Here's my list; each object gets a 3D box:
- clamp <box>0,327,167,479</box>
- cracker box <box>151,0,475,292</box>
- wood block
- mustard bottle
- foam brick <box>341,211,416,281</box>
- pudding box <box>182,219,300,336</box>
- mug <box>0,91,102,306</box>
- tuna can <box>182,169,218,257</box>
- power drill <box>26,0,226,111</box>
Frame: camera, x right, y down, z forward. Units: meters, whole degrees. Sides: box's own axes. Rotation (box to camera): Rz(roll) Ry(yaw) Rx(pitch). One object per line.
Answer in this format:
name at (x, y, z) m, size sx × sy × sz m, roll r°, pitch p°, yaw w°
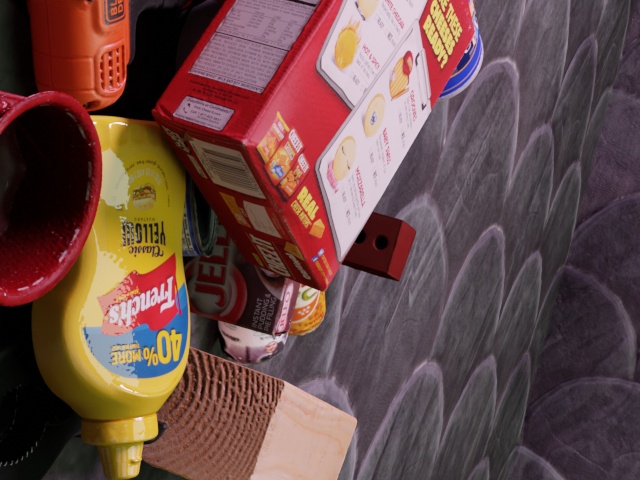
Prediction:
clamp at (-0.153, 0.091, 0.607) m, size 0.209 × 0.036 × 0.164 m, roll -46°, pitch 136°, yaw -51°
cracker box at (0.006, -0.102, 0.629) m, size 0.213 × 0.072 × 0.164 m, roll -60°, pitch 152°, yaw -19°
wood block at (-0.050, 0.156, 0.852) m, size 0.206 × 0.091 × 0.090 m, roll 46°, pitch 62°, yaw -67°
mustard bottle at (-0.112, 0.032, 0.576) m, size 0.096 × 0.058 × 0.191 m, roll -1°, pitch 89°, yaw -57°
foam brick at (0.041, 0.001, 0.998) m, size 0.051 × 0.078 × 0.053 m, roll 34°, pitch 73°, yaw -70°
pudding box at (-0.055, 0.001, 0.732) m, size 0.039 × 0.090 × 0.113 m, roll 9°, pitch 94°, yaw -72°
mug at (-0.155, -0.036, 0.456) m, size 0.093 × 0.082 × 0.117 m, roll -55°, pitch 152°, yaw -42°
tuna can at (-0.086, -0.032, 0.666) m, size 0.086 × 0.034 × 0.086 m, roll 0°, pitch 90°, yaw -86°
power drill at (-0.090, -0.178, 0.565) m, size 0.187 × 0.057 × 0.184 m, roll -41°, pitch 143°, yaw -53°
